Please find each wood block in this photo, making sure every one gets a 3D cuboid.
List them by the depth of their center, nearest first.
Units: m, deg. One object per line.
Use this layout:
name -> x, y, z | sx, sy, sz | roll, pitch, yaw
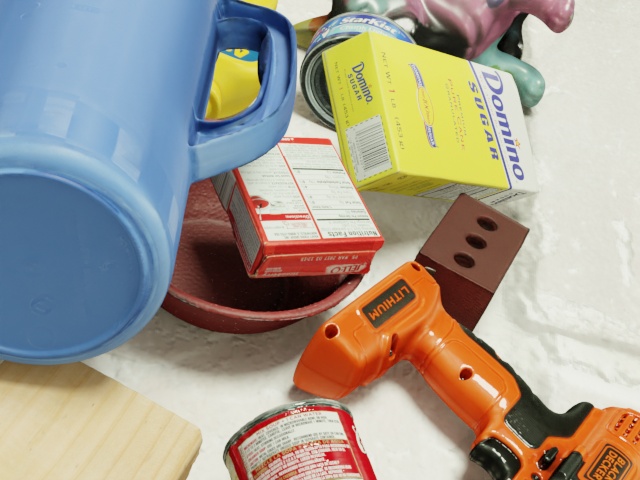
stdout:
wood block -> -0.136, 0.146, 0.404 | 0.090, 0.091, 0.205 | 28, 41, 5

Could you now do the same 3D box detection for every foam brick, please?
foam brick -> 0.089, 0.017, 0.674 | 0.053, 0.051, 0.078 | 30, 41, 8

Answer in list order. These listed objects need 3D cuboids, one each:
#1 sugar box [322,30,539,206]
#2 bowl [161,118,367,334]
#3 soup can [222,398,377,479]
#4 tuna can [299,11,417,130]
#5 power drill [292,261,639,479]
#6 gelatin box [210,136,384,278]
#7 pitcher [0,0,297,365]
sugar box -> 0.079, -0.075, 0.705 | 0.175, 0.048, 0.093 | 1, 75, -48
bowl -> -0.054, 0.001, 0.623 | 0.162, 0.055, 0.162 | 13, 42, -12
soup can -> 0.000, 0.134, 0.496 | 0.068, 0.069, 0.102 | -2, 47, -26
tuna can -> 0.029, -0.118, 0.764 | 0.086, 0.086, 0.033 | 22, 42, -1
power drill -> 0.078, 0.106, 0.573 | 0.188, 0.057, 0.184 | 40, 40, 15
gelatin box -> -0.016, -0.019, 0.596 | 0.073, 0.030, 0.089 | -2, 47, -28
pitcher -> -0.104, -0.058, 0.500 | 0.145, 0.149, 0.243 | 40, 24, -27
